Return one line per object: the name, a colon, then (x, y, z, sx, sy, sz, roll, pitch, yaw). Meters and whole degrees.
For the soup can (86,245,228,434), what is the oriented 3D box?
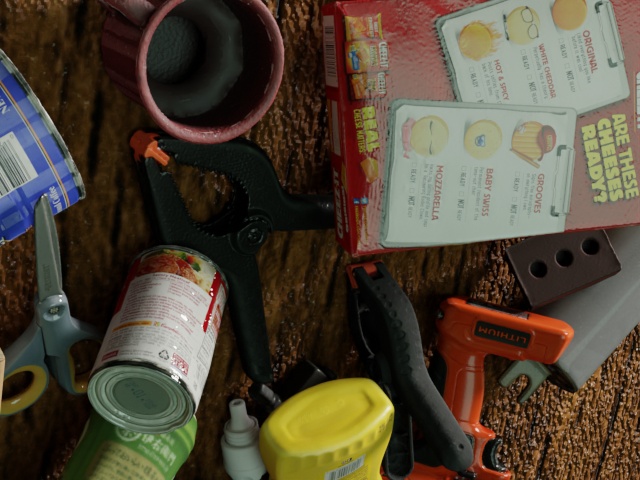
soup can: (-0.100, 0.062, 0.671, 0.068, 0.102, 0.068, 5, 133, 5)

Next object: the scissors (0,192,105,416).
scissors: (-0.175, 0.050, 0.632, 0.096, 0.016, 0.202, -29, 150, -12)

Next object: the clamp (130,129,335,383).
clamp: (-0.055, 0.001, 0.729, 0.209, 0.036, 0.164, 32, 90, -38)

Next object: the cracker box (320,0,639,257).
cracker box: (0.112, -0.084, 0.713, 0.213, 0.072, 0.164, -7, 102, -9)

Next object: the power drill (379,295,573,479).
power drill: (0.139, 0.148, 0.842, 0.184, 0.057, 0.188, 15, 96, 9)

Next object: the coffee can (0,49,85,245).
coffee can: (-0.215, -0.030, 0.577, 0.140, 0.103, 0.103, -34, 123, -17)

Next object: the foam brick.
foam brick: (0.192, 0.017, 0.850, 0.078, 0.051, 0.053, -25, 79, 5)

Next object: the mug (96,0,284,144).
mug: (-0.089, -0.117, 0.633, 0.117, 0.082, 0.093, 32, 90, -36)

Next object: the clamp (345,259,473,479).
clamp: (0.061, 0.096, 0.780, 0.039, 0.120, 0.171, -15, 89, -29)

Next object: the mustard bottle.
mustard bottle: (0.002, 0.188, 0.805, 0.096, 0.058, 0.192, -22, 139, -23)
